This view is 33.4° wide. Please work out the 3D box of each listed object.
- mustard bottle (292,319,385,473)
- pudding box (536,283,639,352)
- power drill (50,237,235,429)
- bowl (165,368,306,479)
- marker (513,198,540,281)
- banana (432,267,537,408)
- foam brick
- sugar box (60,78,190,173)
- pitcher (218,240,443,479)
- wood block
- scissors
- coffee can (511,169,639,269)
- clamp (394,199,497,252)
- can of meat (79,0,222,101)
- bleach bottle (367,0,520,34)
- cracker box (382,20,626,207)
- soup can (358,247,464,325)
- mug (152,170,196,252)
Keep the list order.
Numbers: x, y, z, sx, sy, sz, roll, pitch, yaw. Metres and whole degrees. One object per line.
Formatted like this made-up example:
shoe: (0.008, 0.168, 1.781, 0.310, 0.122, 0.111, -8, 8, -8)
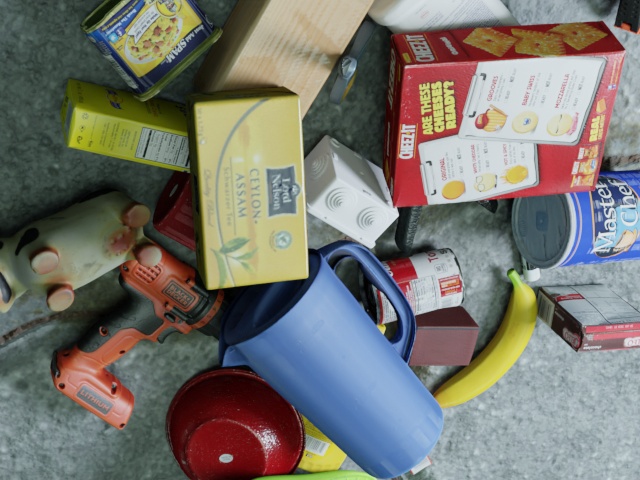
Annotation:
mustard bottle: (0.019, 0.172, 1.217, 0.096, 0.058, 0.192, 26, 107, -15)
pudding box: (0.312, 0.088, 1.227, 0.090, 0.113, 0.039, -1, 113, -15)
power drill: (-0.178, 0.109, 1.132, 0.184, 0.057, 0.188, 40, 97, -25)
bowl: (-0.099, 0.226, 1.181, 0.162, 0.055, 0.162, 2, 108, 6)
marker: (0.233, -0.009, 1.211, 0.020, 0.020, 0.121, -18, 119, -7)
banana: (0.204, 0.125, 1.262, 0.069, 0.037, 0.198, 25, 106, -7)
foam brick: (0.133, 0.108, 1.222, 0.078, 0.053, 0.051, 2, 115, -16)
sugar box: (-0.153, -0.104, 1.011, 0.176, 0.093, 0.048, 8, 113, -20)
pitcher: (0.026, 0.126, 1.106, 0.149, 0.145, 0.242, -25, 117, 36)
wood block: (-0.026, -0.204, 0.999, 0.090, 0.090, 0.206, 26, 107, -24)
scissors: (0.032, -0.176, 0.986, 0.016, 0.202, 0.096, 25, 84, 0)
coffee can: (0.295, -0.025, 1.159, 0.140, 0.103, 0.103, -4, 117, -26)
clamp: (0.125, -0.077, 1.135, 0.120, 0.039, 0.171, -19, 119, -14)
can of meat: (-0.156, -0.193, 0.979, 0.102, 0.058, 0.084, -43, 117, -8)
bleach bottle: (0.162, -0.184, 1.079, 0.103, 0.068, 0.250, -43, 122, 11)
cracker box: (0.173, -0.124, 1.044, 0.213, 0.072, 0.164, -5, 129, -7)
soup can: (0.100, 0.050, 1.174, 0.102, 0.068, 0.068, -12, 118, -10)
mug: (-0.109, -0.028, 1.052, 0.081, 0.117, 0.093, 30, 86, -22)
